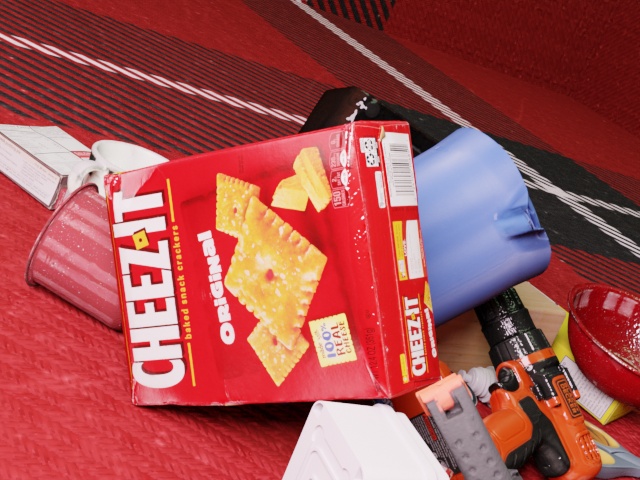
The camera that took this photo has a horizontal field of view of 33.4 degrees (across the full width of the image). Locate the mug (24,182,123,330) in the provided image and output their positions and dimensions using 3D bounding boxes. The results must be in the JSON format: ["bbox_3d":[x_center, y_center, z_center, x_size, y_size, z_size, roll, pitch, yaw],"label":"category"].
[{"bbox_3d":[-0.164,0.018,0.825,0.081,0.093,0.117,31,-8,6],"label":"mug"}]

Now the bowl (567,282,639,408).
[{"bbox_3d":[0.298,0.111,1.028,0.162,0.055,0.162,21,28,-12],"label":"bowl"}]

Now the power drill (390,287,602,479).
[{"bbox_3d":[0.136,0.120,0.841,0.187,0.057,0.184,-5,64,-49],"label":"power drill"}]

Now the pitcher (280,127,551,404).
[{"bbox_3d":[0.042,0.022,0.833,0.242,0.149,0.145,-28,59,-14],"label":"pitcher"}]

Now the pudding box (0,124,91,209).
[{"bbox_3d":[-0.256,-0.072,1.019,0.114,0.039,0.089,32,20,27],"label":"pudding box"}]

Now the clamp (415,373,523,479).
[{"bbox_3d":[0.117,0.171,0.654,0.210,0.036,0.164,60,2,-32],"label":"clamp"}]

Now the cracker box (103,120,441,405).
[{"bbox_3d":[-0.038,0.021,0.691,0.214,0.164,0.071,-8,-1,35],"label":"cracker box"}]
